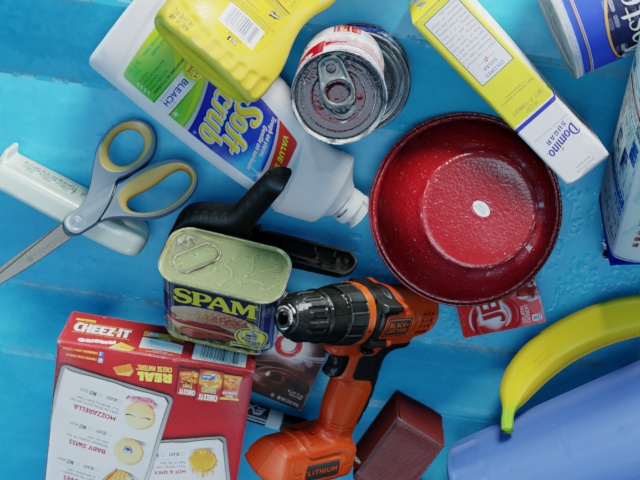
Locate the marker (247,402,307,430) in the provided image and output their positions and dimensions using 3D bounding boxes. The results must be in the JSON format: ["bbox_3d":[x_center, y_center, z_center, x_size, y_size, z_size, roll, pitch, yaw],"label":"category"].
[{"bbox_3d":[-0.067,0.157,0.985,0.121,0.020,0.020,18,111,-4],"label":"marker"}]

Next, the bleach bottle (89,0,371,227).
[{"bbox_3d":[-0.057,-0.102,0.861,0.250,0.068,0.103,38,108,-14],"label":"bleach bottle"}]

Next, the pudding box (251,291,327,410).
[{"bbox_3d":[-0.050,0.087,0.945,0.113,0.039,0.090,22,111,-5],"label":"pudding box"}]

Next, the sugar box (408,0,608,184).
[{"bbox_3d":[0.142,-0.125,0.823,0.048,0.093,0.176,-40,104,17],"label":"sugar box"}]

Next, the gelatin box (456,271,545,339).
[{"bbox_3d":[0.149,0.035,0.919,0.073,0.030,0.089,-12,110,7],"label":"gelatin box"}]

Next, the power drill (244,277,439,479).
[{"bbox_3d":[0.006,0.118,0.890,0.057,0.184,0.188,41,115,36],"label":"power drill"}]

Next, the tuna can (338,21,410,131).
[{"bbox_3d":[0.030,-0.130,0.858,0.086,0.033,0.086,1,111,3],"label":"tuna can"}]

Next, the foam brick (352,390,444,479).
[{"bbox_3d":[0.071,0.187,0.971,0.051,0.053,0.078,30,111,-8],"label":"foam brick"}]

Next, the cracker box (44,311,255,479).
[{"bbox_3d":[-0.150,0.179,0.925,0.164,0.072,0.214,9,110,-3],"label":"cracker box"}]

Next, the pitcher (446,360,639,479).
[{"bbox_3d":[0.239,0.194,0.913,0.243,0.149,0.145,-25,96,18],"label":"pitcher"}]

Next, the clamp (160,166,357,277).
[{"bbox_3d":[-0.056,0.001,0.884,0.172,0.039,0.120,-15,125,41],"label":"clamp"}]

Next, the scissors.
[{"bbox_3d":[-0.200,-0.034,0.871,0.201,0.016,0.096,-21,83,-15],"label":"scissors"}]

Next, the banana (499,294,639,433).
[{"bbox_3d":[0.229,0.092,0.920,0.198,0.070,0.037,-34,144,7],"label":"banana"}]

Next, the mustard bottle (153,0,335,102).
[{"bbox_3d":[-0.031,-0.203,0.794,0.096,0.058,0.191,40,80,-20],"label":"mustard bottle"}]

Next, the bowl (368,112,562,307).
[{"bbox_3d":[0.121,-0.024,0.857,0.162,0.055,0.162,0,92,-3],"label":"bowl"}]

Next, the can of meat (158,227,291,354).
[{"bbox_3d":[-0.078,0.044,0.867,0.102,0.057,0.084,13,141,4],"label":"can of meat"}]

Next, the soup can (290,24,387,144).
[{"bbox_3d":[0.015,-0.118,0.789,0.068,0.102,0.068,1,112,2],"label":"soup can"}]
